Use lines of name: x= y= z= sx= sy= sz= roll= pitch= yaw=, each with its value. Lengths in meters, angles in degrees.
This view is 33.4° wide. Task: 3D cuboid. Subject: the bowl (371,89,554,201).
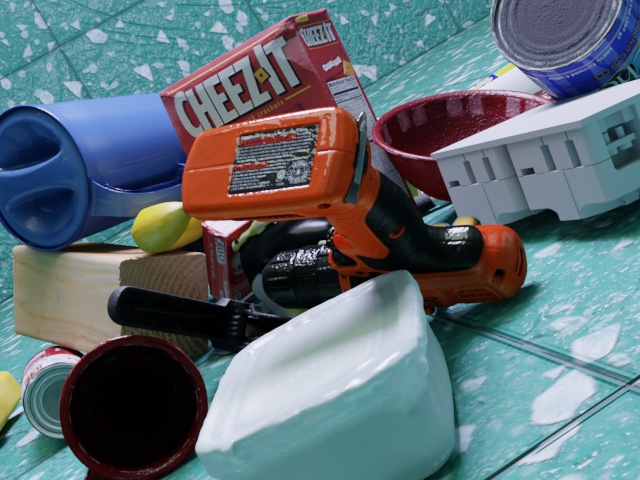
bowl: x=0.126 y=-0.076 z=0.900 sx=0.162 sy=0.055 sz=0.162 roll=-7 pitch=26 yaw=3

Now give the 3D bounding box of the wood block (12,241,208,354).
wood block: x=-0.198 y=0.052 z=0.988 sx=0.090 sy=0.090 sz=0.207 roll=-4 pitch=5 yaw=-40

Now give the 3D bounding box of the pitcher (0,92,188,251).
pitcher: x=-0.189 y=-0.077 z=1.041 sx=0.145 sy=0.149 sz=0.242 roll=-35 pitch=-6 yaw=34

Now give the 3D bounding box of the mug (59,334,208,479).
mug: x=-0.130 y=0.118 z=0.708 sx=0.081 sy=0.093 sz=0.117 roll=172 pitch=120 yaw=-78

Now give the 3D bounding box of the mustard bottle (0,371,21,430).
mustard bottle: x=-0.356 y=0.189 z=1.061 sx=0.096 sy=0.058 sz=0.192 roll=-31 pitch=10 yaw=-2

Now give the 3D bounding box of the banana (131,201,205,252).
banana: x=-0.124 y=-0.011 z=0.902 sx=0.069 sy=0.037 sz=0.198 roll=-9 pitch=0 yaw=-7

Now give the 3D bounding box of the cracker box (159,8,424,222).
cracker box: x=-0.028 y=-0.071 z=0.947 sx=0.164 sy=0.214 sz=0.072 roll=-23 pitch=3 yaw=33

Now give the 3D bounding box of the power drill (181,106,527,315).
power drill: x=0.005 y=-0.006 z=0.623 sx=0.185 sy=0.057 sz=0.187 roll=-8 pitch=-25 yaw=32

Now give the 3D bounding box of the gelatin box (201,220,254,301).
gelatin box: x=-0.056 y=0.001 z=0.878 sx=0.030 sy=0.073 sz=0.089 roll=25 pitch=43 yaw=30

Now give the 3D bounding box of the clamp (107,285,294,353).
clamp: x=-0.068 y=0.058 z=0.744 sx=0.164 sy=0.036 sz=0.210 roll=13 pitch=-6 yaw=-12

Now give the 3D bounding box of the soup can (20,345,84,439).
soup can: x=-0.229 y=0.133 z=0.943 sx=0.068 sy=0.068 sz=0.102 roll=-32 pitch=10 yaw=-12

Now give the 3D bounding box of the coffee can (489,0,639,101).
coffee can: x=0.207 y=-0.151 z=0.815 sx=0.103 sy=0.103 sz=0.140 roll=-25 pitch=-28 yaw=28
